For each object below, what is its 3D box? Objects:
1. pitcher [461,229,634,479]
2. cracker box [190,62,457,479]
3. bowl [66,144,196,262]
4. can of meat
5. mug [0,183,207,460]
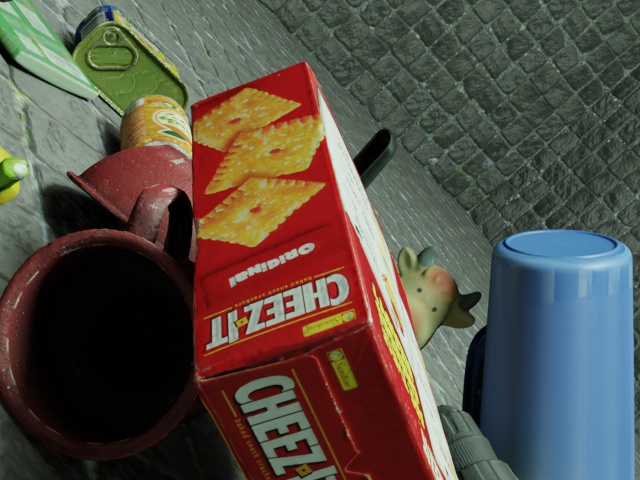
[{"bbox_3d":[0.185,0.117,0.872,0.145,0.149,0.243,-47,138,-71],"label":"pitcher"},{"bbox_3d":[0.002,0.042,0.470,0.213,0.072,0.164,-100,168,-57],"label":"cracker box"},{"bbox_3d":[-0.076,-0.009,0.655,0.162,0.055,0.162,39,-4,3],"label":"bowl"},{"bbox_3d":[-0.165,-0.150,0.921,0.102,0.057,0.084,44,9,-27],"label":"can of meat"},{"bbox_3d":[-0.080,0.033,0.467,0.093,0.117,0.081,12,-2,12],"label":"mug"}]
